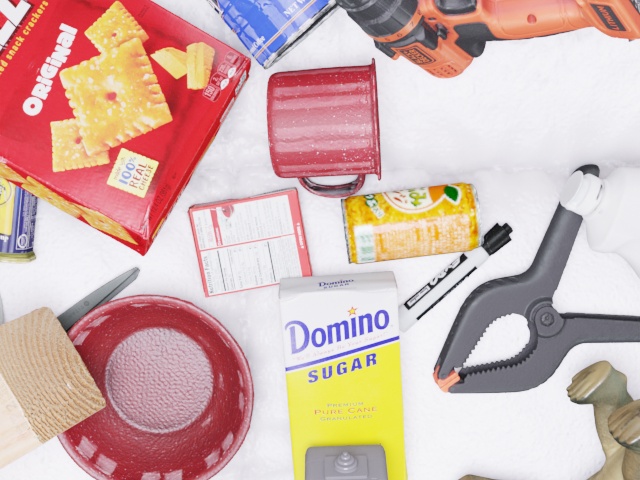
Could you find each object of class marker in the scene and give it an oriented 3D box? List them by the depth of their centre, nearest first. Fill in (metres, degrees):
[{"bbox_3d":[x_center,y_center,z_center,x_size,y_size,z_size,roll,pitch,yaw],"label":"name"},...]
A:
[{"bbox_3d":[0.107,0.029,0.859,0.121,0.020,0.020,-41,96,4],"label":"marker"}]

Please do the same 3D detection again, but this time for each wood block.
[{"bbox_3d":[-0.278,0.142,0.802,0.206,0.090,0.090,-31,90,22],"label":"wood block"}]

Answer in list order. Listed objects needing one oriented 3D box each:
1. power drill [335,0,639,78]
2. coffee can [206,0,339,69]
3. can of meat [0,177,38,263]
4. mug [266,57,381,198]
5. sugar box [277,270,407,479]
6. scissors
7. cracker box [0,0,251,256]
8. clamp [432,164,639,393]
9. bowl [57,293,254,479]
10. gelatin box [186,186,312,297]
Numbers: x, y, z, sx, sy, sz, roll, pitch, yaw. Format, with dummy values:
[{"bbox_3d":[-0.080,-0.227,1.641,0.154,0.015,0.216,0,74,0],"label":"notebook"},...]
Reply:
[{"bbox_3d":[0.113,-0.167,0.721,0.188,0.184,0.057,-3,79,32],"label":"power drill"},{"bbox_3d":[-0.049,-0.212,0.787,0.103,0.103,0.140,-41,96,4],"label":"coffee can"},{"bbox_3d":[-0.271,-0.030,0.832,0.102,0.057,0.084,6,95,-2],"label":"can of meat"},{"bbox_3d":[0.005,-0.081,0.818,0.081,0.093,0.117,-3,133,5],"label":"mug"},{"bbox_3d":[0.019,0.115,0.843,0.093,0.048,0.176,-5,109,1],"label":"sugar box"},{"bbox_3d":[-0.224,0.100,0.868,0.202,0.016,0.096,-21,98,2],"label":"scissors"},{"bbox_3d":[-0.181,-0.113,0.788,0.213,0.072,0.164,30,73,-4],"label":"cracker box"},{"bbox_3d":[0.187,0.064,0.855,0.210,0.036,0.164,-40,96,1],"label":"clamp"},{"bbox_3d":[-0.132,0.118,0.851,0.162,0.055,0.162,0,97,0],"label":"bowl"},{"bbox_3d":[-0.056,0.001,0.850,0.089,0.030,0.073,-10,98,0],"label":"gelatin box"}]
